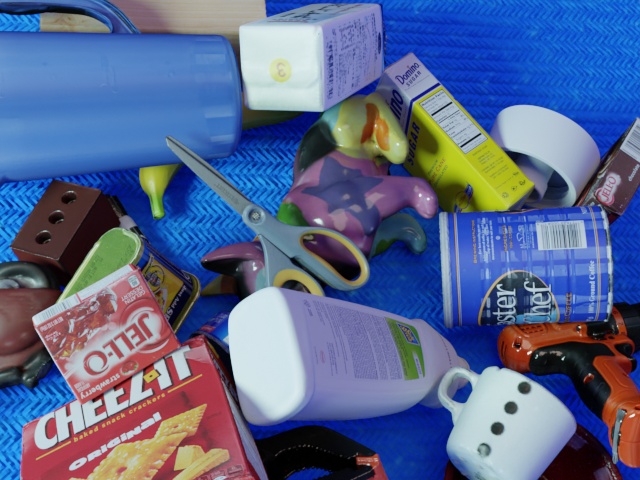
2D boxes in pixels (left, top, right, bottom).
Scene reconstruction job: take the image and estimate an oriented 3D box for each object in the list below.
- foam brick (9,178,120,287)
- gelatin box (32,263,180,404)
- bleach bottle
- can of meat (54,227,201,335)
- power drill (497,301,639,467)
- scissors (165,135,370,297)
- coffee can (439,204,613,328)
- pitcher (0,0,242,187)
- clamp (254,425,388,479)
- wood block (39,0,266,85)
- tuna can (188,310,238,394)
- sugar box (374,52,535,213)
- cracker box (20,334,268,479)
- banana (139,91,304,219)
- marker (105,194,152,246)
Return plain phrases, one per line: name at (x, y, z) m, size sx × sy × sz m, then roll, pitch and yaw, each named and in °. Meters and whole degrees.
foam brick at (-0.219, -0.005, 0.921) m, size 0.053 × 0.051 × 0.078 m, roll 12°, pitch 59°, yaw 22°
gelatin box at (-0.162, 0.070, 0.814) m, size 0.089 × 0.030 × 0.073 m, roll -30°, pitch 110°, yaw -12°
bleach bottle at (0.040, 0.103, 0.860) m, size 0.250 × 0.068 × 0.102 m, roll 15°, pitch 53°, yaw -46°
can of meat at (-0.159, 0.051, 0.878) m, size 0.058 × 0.083 × 0.102 m, roll 20°, pitch 74°, yaw 39°
power drill at (0.270, 0.113, 0.915) m, size 0.184 × 0.057 × 0.188 m, roll -10°, pitch 24°, yaw -15°
scissors at (-0.056, 0.001, 0.874) m, size 0.201 × 0.016 × 0.096 m, roll 27°, pitch 81°, yaw -9°
coffee can at (0.176, 0.023, 0.932) m, size 0.140 × 0.103 × 0.103 m, roll -3°, pitch 63°, yaw 7°
pitcher at (-0.195, -0.128, 0.914) m, size 0.242 × 0.149 × 0.145 m, roll -5°, pitch 31°, yaw -13°
clamp at (-0.053, 0.184, 0.792) m, size 0.210 × 0.036 × 0.164 m, roll -4°, pitch 33°, yaw 30°
wood block at (-0.160, -0.209, 1.021) m, size 0.206 × 0.090 × 0.091 m, roll -1°, pitch 64°, yaw -11°
tuna can at (-0.069, 0.101, 0.889) m, size 0.086 × 0.086 × 0.033 m, roll 44°, pitch 63°, yaw 11°
sugar box at (0.118, -0.084, 1.013) m, size 0.048 × 0.093 × 0.176 m, roll -37°, pitch 75°, yaw -25°
cracker box at (-0.127, 0.169, 0.758) m, size 0.164 × 0.214 × 0.072 m, roll -26°, pitch 115°, yaw -4°
banana at (-0.103, -0.097, 1.010) m, size 0.197 × 0.037 × 0.069 m, roll -40°, pitch 92°, yaw -24°
marker at (-0.160, 0.007, 0.954) m, size 0.020 × 0.020 × 0.121 m, roll -31°, pitch 74°, yaw -23°
